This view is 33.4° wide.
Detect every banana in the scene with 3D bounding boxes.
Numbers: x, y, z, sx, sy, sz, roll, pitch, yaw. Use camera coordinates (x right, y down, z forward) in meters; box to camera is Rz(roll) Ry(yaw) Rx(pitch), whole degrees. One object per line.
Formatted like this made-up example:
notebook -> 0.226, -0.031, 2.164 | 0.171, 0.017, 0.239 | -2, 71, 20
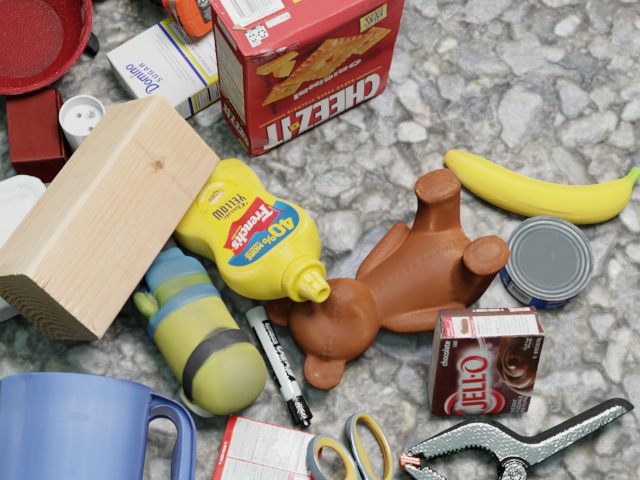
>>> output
banana -> 0.219, -0.049, 1.049 | 0.198, 0.037, 0.069 | 7, 45, -1

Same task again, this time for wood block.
wood block -> -0.190, -0.020, 0.941 | 0.090, 0.090, 0.206 | 48, 57, -29

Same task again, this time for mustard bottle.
mustard bottle -> -0.057, 0.001, 0.970 | 0.096, 0.058, 0.192 | -39, 49, -16

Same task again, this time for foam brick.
foam brick -> -0.275, -0.101, 1.047 | 0.051, 0.053, 0.078 | -9, 68, -5

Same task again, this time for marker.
marker -> -0.037, 0.117, 0.985 | 0.020, 0.020, 0.121 | -22, 71, -10

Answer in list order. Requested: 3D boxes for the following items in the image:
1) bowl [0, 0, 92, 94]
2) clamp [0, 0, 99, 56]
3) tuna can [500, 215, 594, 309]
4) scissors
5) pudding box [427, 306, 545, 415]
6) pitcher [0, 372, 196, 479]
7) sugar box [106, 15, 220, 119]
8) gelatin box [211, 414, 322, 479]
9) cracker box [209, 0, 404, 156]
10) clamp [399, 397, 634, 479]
bowl -> -0.303, -0.212, 1.055 | 0.162, 0.055, 0.162 | 1, 78, -4
clamp -> -0.298, -0.248, 1.112 | 0.120, 0.039, 0.171 | -8, 76, -11
tuna can -> 0.215, 0.022, 1.020 | 0.086, 0.034, 0.086 | 0, 69, -1
scissors -> 0.043, 0.242, 0.914 | 0.096, 0.016, 0.202 | 5, 57, -33
pudding box -> 0.144, 0.108, 0.943 | 0.090, 0.113, 0.039 | -2, 42, -2
pitcher -> -0.201, 0.235, 0.882 | 0.149, 0.144, 0.243 | -13, 67, 38
sugar box -> -0.119, -0.193, 1.090 | 0.176, 0.048, 0.093 | -34, 72, -10
gelatin box -> -0.047, 0.201, 0.947 | 0.089, 0.030, 0.073 | 13, 68, 3
cracker box -> -0.011, -0.177, 0.996 | 0.164, 0.214, 0.072 | -27, 74, -11
clamp -> 0.177, 0.200, 0.946 | 0.210, 0.036, 0.164 | 14, 73, 7
